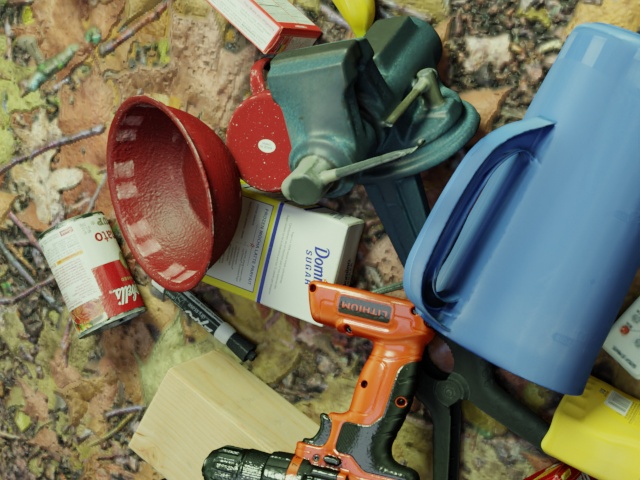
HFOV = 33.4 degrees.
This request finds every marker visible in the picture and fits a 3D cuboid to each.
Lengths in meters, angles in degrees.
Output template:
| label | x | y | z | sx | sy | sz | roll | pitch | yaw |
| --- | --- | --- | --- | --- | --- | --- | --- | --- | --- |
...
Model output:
| label | x | y | z | sx | sy | sz | roll | pitch | yaw |
| --- | --- | --- | --- | --- | --- | --- | --- | --- | --- |
| marker | -0.105 | 0.069 | 0.972 | 0.121 | 0.020 | 0.020 | 38 | 112 | 16 |

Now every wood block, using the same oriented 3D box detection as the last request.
| label | x | y | z | sx | sy | sz | roll | pitch | yaw |
| --- | --- | --- | --- | --- | --- | --- | --- | --- | --- |
| wood block | -0.050 | 0.196 | 0.926 | 0.206 | 0.090 | 0.091 | 35 | 111 | 18 |

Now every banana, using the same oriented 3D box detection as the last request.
| label | x | y | z | sx | sy | sz | roll | pitch | yaw |
| --- | --- | --- | --- | --- | --- | --- | --- | --- | --- |
| banana | -0.020 | -0.234 | 0.876 | 0.198 | 0.037 | 0.070 | 44 | 112 | 14 |

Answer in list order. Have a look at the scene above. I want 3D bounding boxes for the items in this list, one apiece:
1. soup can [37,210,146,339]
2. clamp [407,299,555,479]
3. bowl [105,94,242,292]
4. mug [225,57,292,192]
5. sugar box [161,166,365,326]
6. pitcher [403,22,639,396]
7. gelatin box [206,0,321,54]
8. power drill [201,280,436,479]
| label | x | y | z | sx | sy | sz | roll | pitch | yaw |
| --- | --- | --- | --- | --- | --- | --- | --- | --- | --- |
| soup can | -0.213 | 0.032 | 0.992 | 0.069 | 0.068 | 0.102 | -27 | 85 | 27 |
| clamp | 0.107 | 0.129 | 0.868 | 0.120 | 0.039 | 0.171 | -39 | 74 | 21 |
| bowl | -0.112 | -0.042 | 0.868 | 0.162 | 0.055 | 0.162 | 25 | 123 | 46 |
| mug | -0.028 | -0.094 | 0.875 | 0.093 | 0.081 | 0.117 | -16 | 90 | 27 |
| sugar box | -0.056 | 0.001 | 0.924 | 0.176 | 0.048 | 0.093 | 19 | 104 | 19 |
| pitcher | 0.168 | -0.026 | 0.745 | 0.145 | 0.149 | 0.243 | 27 | 98 | 12 |
| gelatin box | -0.052 | -0.189 | 0.877 | 0.089 | 0.073 | 0.030 | 43 | 113 | 14 |
| power drill | 0.009 | 0.130 | 0.835 | 0.184 | 0.057 | 0.187 | 11 | 85 | 14 |
